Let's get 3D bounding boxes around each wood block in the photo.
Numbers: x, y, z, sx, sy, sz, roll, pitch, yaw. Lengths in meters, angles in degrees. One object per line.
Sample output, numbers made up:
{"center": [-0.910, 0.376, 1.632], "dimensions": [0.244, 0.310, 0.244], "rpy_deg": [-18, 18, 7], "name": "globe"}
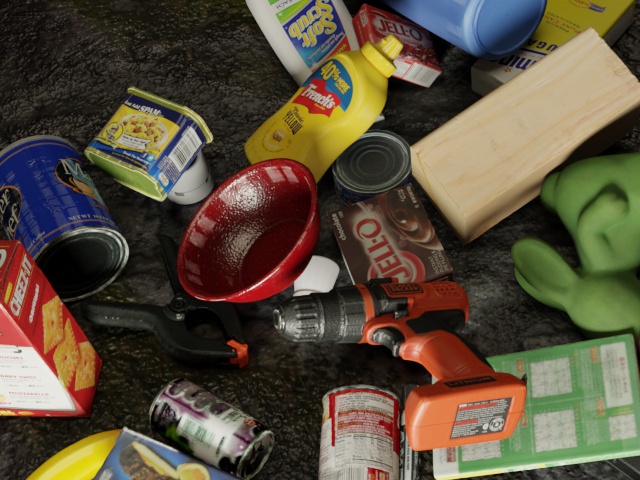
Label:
{"center": [0.196, -0.099, 1.019], "dimensions": [0.206, 0.091, 0.090], "rpy_deg": [-34, 72, -4], "name": "wood block"}

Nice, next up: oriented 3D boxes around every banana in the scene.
{"center": [-0.241, 0.239, 0.929], "dimensions": [0.069, 0.037, 0.197], "rpy_deg": [28, 65, 6], "name": "banana"}

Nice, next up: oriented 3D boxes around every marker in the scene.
{"center": [0.077, 0.178, 0.914], "dimensions": [0.020, 0.020, 0.121], "rpy_deg": [-1, 61, 10], "name": "marker"}

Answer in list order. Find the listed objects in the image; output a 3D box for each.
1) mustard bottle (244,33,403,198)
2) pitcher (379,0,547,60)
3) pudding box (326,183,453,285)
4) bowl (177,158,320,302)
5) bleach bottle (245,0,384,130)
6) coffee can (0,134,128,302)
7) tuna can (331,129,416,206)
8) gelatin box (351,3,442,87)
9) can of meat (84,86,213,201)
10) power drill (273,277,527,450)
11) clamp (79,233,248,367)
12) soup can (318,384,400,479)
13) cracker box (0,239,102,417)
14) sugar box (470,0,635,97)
{"center": [0.011, -0.132, 1.073], "dimensions": [0.192, 0.058, 0.096], "rpy_deg": [-45, 42, 12], "name": "mustard bottle"}
{"center": [0.119, -0.291, 1.134], "dimensions": [0.149, 0.145, 0.243], "rpy_deg": [-30, 46, -15], "name": "pitcher"}
{"center": [0.067, 0.010, 1.025], "dimensions": [0.090, 0.039, 0.113], "rpy_deg": [-20, 55, -3], "name": "pudding box"}
{"center": [-0.057, 0.001, 1.010], "dimensions": [0.162, 0.055, 0.162], "rpy_deg": [-24, 43, 25], "name": "bowl"}
{"center": [0.007, -0.214, 1.178], "dimensions": [0.102, 0.068, 0.251], "rpy_deg": [-27, 58, -7], "name": "bleach bottle"}
{"center": [-0.266, -0.023, 1.071], "dimensions": [0.102, 0.103, 0.140], "rpy_deg": [-28, 56, -9], "name": "coffee can"}
{"center": [0.055, -0.071, 1.087], "dimensions": [0.086, 0.034, 0.086], "rpy_deg": [-5, 55, 7], "name": "tuna can"}
{"center": [0.082, -0.211, 1.152], "dimensions": [0.089, 0.030, 0.073], "rpy_deg": [14, 47, -30], "name": "gelatin box"}
{"center": [-0.174, -0.097, 1.073], "dimensions": [0.102, 0.057, 0.084], "rpy_deg": [23, 69, 28], "name": "can of meat"}
{"center": [0.071, 0.095, 0.894], "dimensions": [0.184, 0.057, 0.188], "rpy_deg": [-5, 32, -21], "name": "power drill"}
{"center": [-0.144, 0.073, 1.020], "dimensions": [0.120, 0.039, 0.172], "rpy_deg": [-40, 58, -19], "name": "clamp"}
{"center": [0.033, 0.181, 0.895], "dimensions": [0.068, 0.068, 0.102], "rpy_deg": [-3, 56, 9], "name": "soup can"}
{"center": [-0.306, 0.081, 0.938], "dimensions": [0.164, 0.213, 0.072], "rpy_deg": [0, 56, 10], "name": "cracker box"}
{"center": [0.249, -0.210, 1.139], "dimensions": [0.093, 0.048, 0.176], "rpy_deg": [32, 65, 27], "name": "sugar box"}
